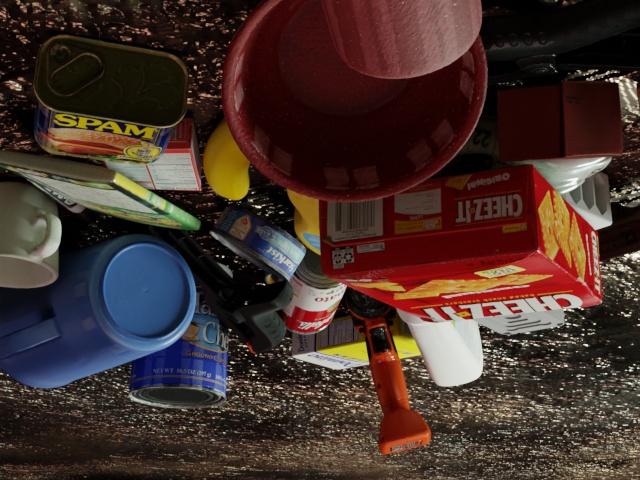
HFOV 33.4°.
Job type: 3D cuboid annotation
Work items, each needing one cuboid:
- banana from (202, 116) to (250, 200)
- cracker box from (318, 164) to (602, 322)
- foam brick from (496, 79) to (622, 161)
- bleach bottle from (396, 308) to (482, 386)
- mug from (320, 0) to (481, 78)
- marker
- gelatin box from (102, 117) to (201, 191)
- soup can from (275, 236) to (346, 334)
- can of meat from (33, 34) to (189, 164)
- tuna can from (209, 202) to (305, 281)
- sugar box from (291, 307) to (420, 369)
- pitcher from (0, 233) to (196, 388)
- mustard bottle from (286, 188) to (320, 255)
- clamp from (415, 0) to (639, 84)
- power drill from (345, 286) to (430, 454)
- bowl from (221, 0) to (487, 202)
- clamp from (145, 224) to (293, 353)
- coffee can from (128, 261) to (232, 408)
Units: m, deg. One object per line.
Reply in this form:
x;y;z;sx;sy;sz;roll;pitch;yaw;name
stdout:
-0.054;-0.072;0.829;0.069;0.037;0.198;12;156;-25;banana
0.117;0.011;0.834;0.164;0.072;0.213;-8;163;25;cracker box
0.165;-0.082;0.733;0.051;0.053;0.078;0;-176;45;foam brick
0.117;0.068;1.131;0.068;0.102;0.250;-14;149;12;bleach bottle
0.047;-0.146;0.552;0.093;0.117;0.081;30;153;35;mug
-0.228;-0.043;0.938;0.020;0.020;0.121;-6;158;16;marker
-0.134;-0.069;0.853;0.073;0.030;0.089;1;162;0;gelatin box
-0.008;0.041;1.061;0.068;0.068;0.102;5;149;-10;soup can
-0.150;-0.095;0.751;0.102;0.057;0.084;8;161;-15;can of meat
-0.056;0.001;0.973;0.086;0.033;0.086;31;172;4;tuna can
0.058;0.122;1.319;0.177;0.048;0.093;-19;151;40;sugar box
-0.231;0.072;1.032;0.144;0.149;0.243;31;152;-27;pitcher
0.024;-0.022;0.927;0.096;0.058;0.191;1;159;3;mustard bottle
0.148;-0.124;0.687;0.172;0.039;0.120;-4;165;30;clamp
0.070;0.126;1.137;0.057;0.187;0.184;-13;162;2;power drill
0.019;-0.104;0.663;0.162;0.055;0.162;-2;126;-3;bowl
-0.074;0.061;1.040;0.165;0.036;0.210;26;158;29;clamp
-0.148;0.099;1.136;0.103;0.140;0.103;1;159;0;coffee can
